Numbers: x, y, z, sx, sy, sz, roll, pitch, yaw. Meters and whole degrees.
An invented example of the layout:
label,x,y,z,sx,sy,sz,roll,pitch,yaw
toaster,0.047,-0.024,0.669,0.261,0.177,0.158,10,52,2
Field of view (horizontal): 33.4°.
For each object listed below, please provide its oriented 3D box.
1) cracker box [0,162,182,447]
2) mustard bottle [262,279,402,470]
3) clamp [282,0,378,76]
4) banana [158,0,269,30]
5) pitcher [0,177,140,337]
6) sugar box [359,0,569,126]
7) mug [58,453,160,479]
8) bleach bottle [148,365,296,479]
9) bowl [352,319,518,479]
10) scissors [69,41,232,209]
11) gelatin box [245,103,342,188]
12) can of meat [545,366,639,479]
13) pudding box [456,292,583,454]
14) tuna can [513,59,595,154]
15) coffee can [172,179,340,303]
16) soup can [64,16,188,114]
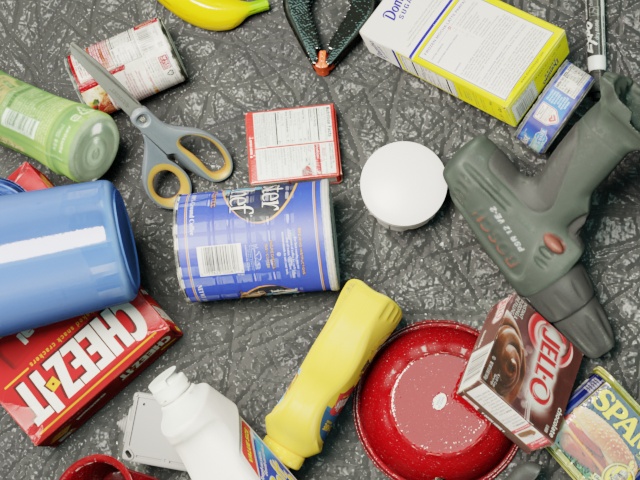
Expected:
label,x,y,z,sx,sy,sz,roll,pitch,yaw
cracker box,-0.262,0.060,1.000,0.164,0.072,0.214,-42,80,-4
mustard bottle,0.002,0.130,0.954,0.058,0.096,0.191,31,84,9
clamp,0.024,-0.268,1.058,0.164,0.036,0.210,0,81,5
banana,-0.146,-0.269,1.075,0.198,0.037,0.069,39,67,9
pitcher,-0.285,0.015,0.915,0.242,0.145,0.149,-12,96,-3
sugar box,0.134,-0.188,1.008,0.176,0.048,0.093,33,83,30
mug,-0.190,0.244,0.947,0.117,0.081,0.093,-9,65,25
bleach bottle,-0.056,0.212,0.881,0.068,0.102,0.251,-34,100,15
bowl,0.108,0.149,0.964,0.162,0.055,0.162,-1,79,4
scissors,-0.171,-0.095,0.989,0.096,0.201,0.016,-52,35,13
gelatin box,-0.026,-0.090,1.032,0.089,0.030,0.073,-6,78,3
can of meat,0.251,0.177,0.948,0.084,0.057,0.102,-41,79,-1
pudding box,0.176,0.115,0.935,0.090,0.039,0.113,40,49,-9
tuna can,0.218,-0.123,0.992,0.034,0.086,0.086,35,84,8
coffee can,-0.056,0.001,0.980,0.140,0.103,0.103,-6,79,3
soup can,-0.189,-0.168,1.040,0.102,0.068,0.068,-24,78,-1
